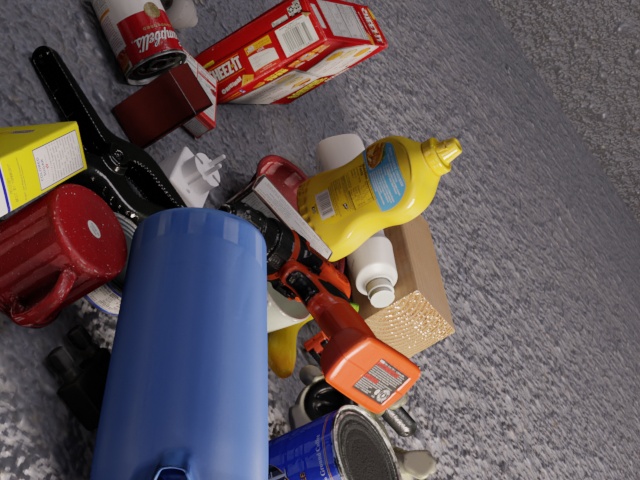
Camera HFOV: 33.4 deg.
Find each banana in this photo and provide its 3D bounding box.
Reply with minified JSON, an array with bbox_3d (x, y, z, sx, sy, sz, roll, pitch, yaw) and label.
[{"bbox_3d":[-0.023,0.086,1.125,0.197,0.070,0.037,-38,141,-60],"label":"banana"}]

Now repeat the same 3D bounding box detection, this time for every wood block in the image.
[{"bbox_3d":[0.094,0.040,1.348,0.090,0.090,0.206,44,23,-34],"label":"wood block"}]

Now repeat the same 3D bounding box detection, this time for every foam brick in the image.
[{"bbox_3d":[-0.158,-0.134,1.071,0.051,0.078,0.053,57,22,-8],"label":"foam brick"}]

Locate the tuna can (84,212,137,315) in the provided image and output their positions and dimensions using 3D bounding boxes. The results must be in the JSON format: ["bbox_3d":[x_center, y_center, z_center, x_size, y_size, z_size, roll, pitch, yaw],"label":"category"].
[{"bbox_3d":[-0.178,0.021,0.917,0.086,0.034,0.086,44,29,-34],"label":"tuna can"}]

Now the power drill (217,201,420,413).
[{"bbox_3d":[-0.003,0.054,0.931,0.184,0.057,0.188,36,13,-46],"label":"power drill"}]

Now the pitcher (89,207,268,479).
[{"bbox_3d":[-0.101,0.107,0.814,0.144,0.149,0.243,28,52,-40],"label":"pitcher"}]

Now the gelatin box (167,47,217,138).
[{"bbox_3d":[-0.149,-0.167,1.183,0.073,0.030,0.089,41,31,-36],"label":"gelatin box"}]

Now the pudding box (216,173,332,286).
[{"bbox_3d":[-0.057,0.001,1.097,0.113,0.090,0.039,48,31,-12],"label":"pudding box"}]

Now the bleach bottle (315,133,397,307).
[{"bbox_3d":[0.049,-0.016,1.300,0.102,0.068,0.251,80,-3,-46],"label":"bleach bottle"}]

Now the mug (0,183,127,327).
[{"bbox_3d":[-0.204,0.016,0.810,0.093,0.082,0.117,47,28,-29],"label":"mug"}]

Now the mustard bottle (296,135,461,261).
[{"bbox_3d":[0.067,-0.059,1.155,0.058,0.192,0.096,27,41,-51],"label":"mustard bottle"}]

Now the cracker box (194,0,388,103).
[{"bbox_3d":[-0.032,-0.235,1.324,0.072,0.164,0.213,65,24,3],"label":"cracker box"}]

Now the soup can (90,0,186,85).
[{"bbox_3d":[-0.191,-0.223,1.113,0.068,0.069,0.102,-8,70,-65],"label":"soup can"}]

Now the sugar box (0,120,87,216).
[{"bbox_3d":[-0.251,-0.044,0.761,0.176,0.093,0.048,-47,131,-66],"label":"sugar box"}]

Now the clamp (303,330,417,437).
[{"bbox_3d":[0.048,0.156,1.206,0.171,0.039,0.120,30,20,-46],"label":"clamp"}]

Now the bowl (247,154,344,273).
[{"bbox_3d":[-0.041,-0.013,1.200,0.162,0.055,0.162,45,29,-33],"label":"bowl"}]

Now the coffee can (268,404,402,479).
[{"bbox_3d":[-0.015,0.212,0.901,0.102,0.140,0.103,44,29,-34],"label":"coffee can"}]

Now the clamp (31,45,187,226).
[{"bbox_3d":[-0.199,-0.078,0.974,0.209,0.036,0.164,37,34,-34],"label":"clamp"}]
